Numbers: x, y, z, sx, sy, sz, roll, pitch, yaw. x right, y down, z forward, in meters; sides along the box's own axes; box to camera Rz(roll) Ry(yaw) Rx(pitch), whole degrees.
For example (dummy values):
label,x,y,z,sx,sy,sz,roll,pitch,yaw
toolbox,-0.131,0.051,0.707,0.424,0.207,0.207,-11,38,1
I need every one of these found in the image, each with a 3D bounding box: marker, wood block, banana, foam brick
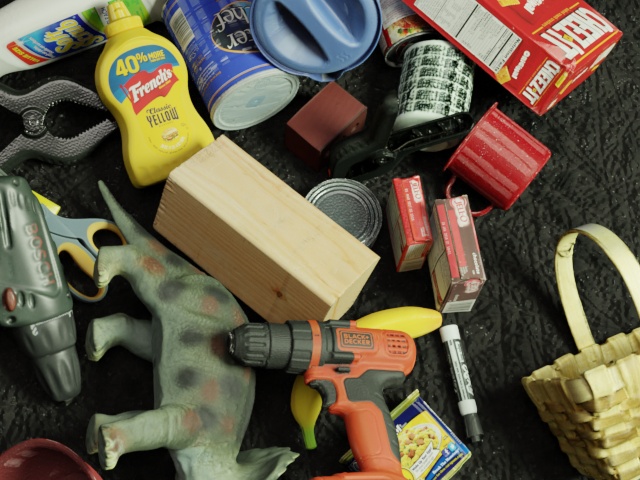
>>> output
label,x,y,z,sx,sy,sz,roll,pitch,yaw
marker,0.144,0.146,1.084,0.020,0.020,0.121,-9,70,-7
wood block,-0.057,0.002,1.075,0.206,0.091,0.090,39,49,10
banana,0.035,0.121,1.081,0.197,0.037,0.069,-42,95,-15
foam brick,0.005,-0.124,1.159,0.051,0.053,0.078,42,73,11

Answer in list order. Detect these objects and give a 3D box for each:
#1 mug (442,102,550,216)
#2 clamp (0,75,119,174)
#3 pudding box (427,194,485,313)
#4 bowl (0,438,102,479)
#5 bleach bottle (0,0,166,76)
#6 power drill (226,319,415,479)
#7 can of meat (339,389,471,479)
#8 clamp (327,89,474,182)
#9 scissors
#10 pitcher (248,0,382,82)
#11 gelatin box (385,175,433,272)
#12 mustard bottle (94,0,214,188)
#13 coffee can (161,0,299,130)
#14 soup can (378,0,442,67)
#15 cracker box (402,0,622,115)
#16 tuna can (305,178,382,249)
label,x,y,z,sx,sy,sz,roll,pitch,yaw
mug,0.183,-0.077,1.140,0.081,0.093,0.117,39,101,6
clamp,-0.309,-0.114,1.134,0.209,0.036,0.164,-1,94,-14
pudding box,0.134,0.017,1.082,0.039,0.113,0.090,-7,70,-5
bowl,-0.240,0.261,0.976,0.162,0.055,0.162,-4,83,29
bleach bottle,-0.294,-0.234,1.169,0.250,0.102,0.068,-27,70,-4
power drill,0.009,0.158,0.967,0.184,0.057,0.187,4,58,-17
can of meat,0.084,0.210,1.037,0.102,0.057,0.084,-40,78,-16
clamp,0.060,-0.103,1.098,0.120,0.172,0.039,22,51,-42
scissors,-0.266,-0.031,1.087,0.096,0.016,0.202,-35,100,-28
pitcher,-0.002,-0.301,1.138,0.144,0.149,0.242,27,38,-21
gelatin box,0.091,-0.016,1.104,0.030,0.089,0.073,-8,70,-6
mustard bottle,-0.183,-0.158,1.122,0.096,0.058,0.191,-22,94,-19
coffee can,-0.099,-0.206,1.157,0.102,0.103,0.140,-24,73,-12
soup can,0.089,-0.256,1.206,0.068,0.068,0.102,-15,70,-9
cracker box,0.208,-0.252,1.169,0.214,0.072,0.163,42,41,10
tuna can,0.021,-0.020,1.131,0.086,0.034,0.086,1,69,-3
